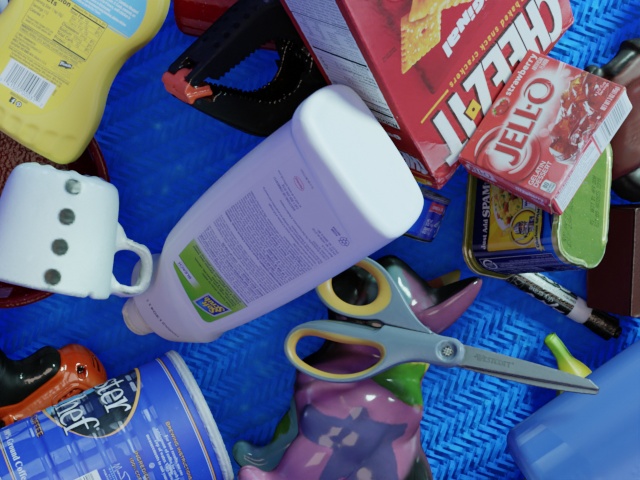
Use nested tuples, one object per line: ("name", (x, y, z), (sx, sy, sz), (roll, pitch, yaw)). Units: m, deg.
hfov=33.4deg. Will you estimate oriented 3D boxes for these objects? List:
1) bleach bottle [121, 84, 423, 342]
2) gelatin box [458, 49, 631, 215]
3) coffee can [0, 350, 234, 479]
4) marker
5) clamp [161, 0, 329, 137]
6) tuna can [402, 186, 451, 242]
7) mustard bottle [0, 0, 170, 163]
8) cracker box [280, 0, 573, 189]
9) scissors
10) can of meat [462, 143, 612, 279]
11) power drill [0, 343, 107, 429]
("bleach bottle", (-0.055, 0.001, 0.707), (0.251, 0.068, 0.102), (-30, 98, 39))
("gelatin box", (0.142, -0.069, 0.680), (0.073, 0.030, 0.089), (31, 83, 34))
("coffee can", (-0.143, 0.149, 0.725), (0.140, 0.103, 0.103), (-24, 95, -16))
("marker", (0.169, 0.039, 0.787), (0.121, 0.020, 0.020), (30, 95, -3))
("clamp", (-0.005, -0.130, 0.685), (0.209, 0.036, 0.165), (-14, 121, -38))
("tuna can", (0.046, -0.029, 0.747), (0.086, 0.086, 0.034), (22, 97, -2))
("mustard bottle", (-0.153, -0.152, 0.692), (0.096, 0.058, 0.192), (33, 95, -4))
("cracker box", (0.068, -0.159, 0.659), (0.072, 0.213, 0.164), (29, 73, 39))
("scissors", (0.076, 0.054, 0.696), (0.202, 0.016, 0.096), (-2, 76, 10))
("can of meat", (0.149, -0.027, 0.732), (0.057, 0.084, 0.102), (13, 78, -36))
("power drill", (-0.266, 0.105, 0.729), (0.184, 0.057, 0.187), (-38, 137, 2))
